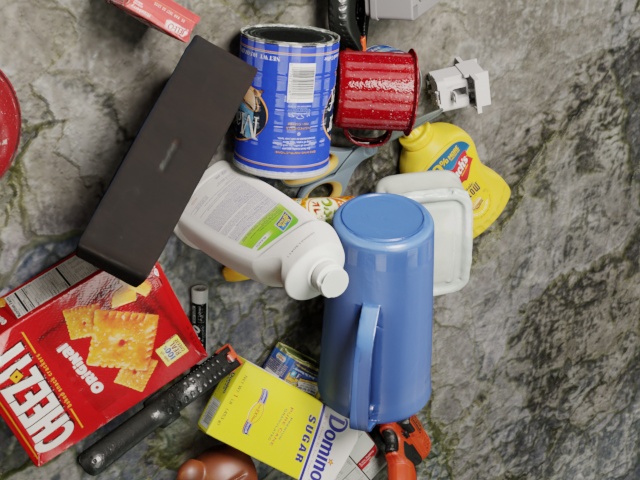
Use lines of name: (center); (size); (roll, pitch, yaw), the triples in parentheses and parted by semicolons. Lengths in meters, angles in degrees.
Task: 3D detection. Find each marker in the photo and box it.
marker: (-0.136, 0.108, 1.207); (0.020, 0.020, 0.121); (-11, 116, -30)

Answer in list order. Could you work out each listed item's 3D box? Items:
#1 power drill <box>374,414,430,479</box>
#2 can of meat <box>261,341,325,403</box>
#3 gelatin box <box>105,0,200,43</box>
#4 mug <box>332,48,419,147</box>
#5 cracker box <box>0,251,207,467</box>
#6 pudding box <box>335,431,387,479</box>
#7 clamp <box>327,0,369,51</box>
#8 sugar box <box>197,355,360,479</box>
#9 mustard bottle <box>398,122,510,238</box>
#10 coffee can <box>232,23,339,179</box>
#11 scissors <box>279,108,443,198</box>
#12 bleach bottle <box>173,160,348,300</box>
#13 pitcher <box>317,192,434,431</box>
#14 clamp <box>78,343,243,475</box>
power drill: (0.089, 0.272, 1.336); (0.057, 0.187, 0.184); (-17, 131, 23)
can of meat: (-0.033, 0.180, 1.284); (0.102, 0.058, 0.084); (31, 90, -38)
gelatin box: (-0.164, -0.219, 0.995); (0.073, 0.089, 0.030); (26, 94, -39)
mug: (0.054, -0.150, 1.137); (0.081, 0.093, 0.117); (2, 133, -6)
cracker box: (-0.244, 0.107, 1.102); (0.213, 0.072, 0.164); (-33, 125, -17)
pudding box: (0.028, 0.281, 1.382); (0.090, 0.039, 0.113); (-43, 126, -10)
clamp: (0.031, -0.279, 1.116); (0.120, 0.039, 0.171); (-57, 153, -34)
sugar box: (-0.044, 0.212, 1.221); (0.176, 0.048, 0.093); (31, 84, -23)
mustard bottle: (0.149, -0.085, 1.283); (0.096, 0.058, 0.191); (-45, 128, 0)
coffee can: (-0.036, -0.145, 1.105); (0.102, 0.103, 0.140); (-9, 115, -30)
scissors: (0.048, -0.087, 1.216); (0.201, 0.016, 0.096); (-15, 128, -11)
bleach bottle: (-0.057, 0.001, 1.062); (0.102, 0.251, 0.068); (-48, 128, -6)
pitcher: (0.062, 0.080, 1.167); (0.144, 0.149, 0.243); (-19, 129, -25)
clamp: (-0.173, 0.182, 1.132); (0.210, 0.165, 0.036); (-36, 90, -10)
